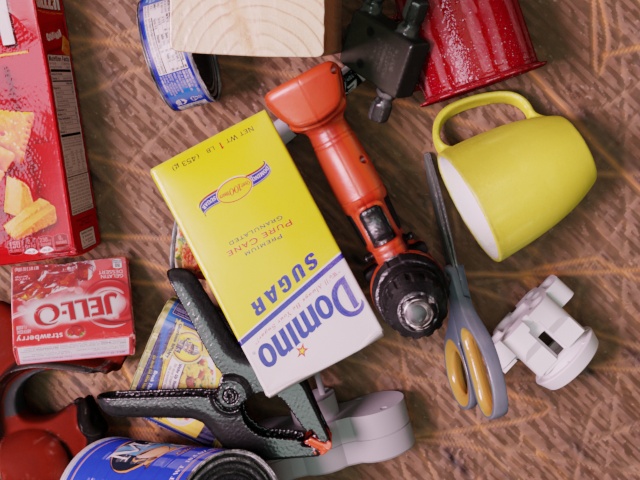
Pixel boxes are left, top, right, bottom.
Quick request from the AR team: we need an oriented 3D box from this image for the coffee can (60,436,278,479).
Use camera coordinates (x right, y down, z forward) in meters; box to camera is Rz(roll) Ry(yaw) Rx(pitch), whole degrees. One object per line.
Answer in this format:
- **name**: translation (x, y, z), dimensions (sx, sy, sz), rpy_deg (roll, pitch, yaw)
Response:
- **coffee can**: translation (-0.109, 0.196, 0.761), dimensions (0.141, 0.102, 0.103), rpy_deg (-6, 102, 44)

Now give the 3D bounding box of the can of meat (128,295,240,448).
- **can of meat**: translation (-0.095, 0.102, 0.824), dimensions (0.084, 0.057, 0.102), rpy_deg (24, 101, 1)

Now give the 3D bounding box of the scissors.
- **scissors**: translation (0.099, 0.042, 0.811), dimensions (0.016, 0.096, 0.202), rpy_deg (-10, 68, -15)

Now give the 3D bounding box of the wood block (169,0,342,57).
- **wood block**: translation (-0.034, -0.166, 0.695), dimensions (0.090, 0.206, 0.091), rpy_deg (3, 101, 4)

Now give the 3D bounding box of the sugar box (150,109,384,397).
- **sugar box**: translation (-0.036, 0.010, 0.738), dimensions (0.093, 0.048, 0.176), rpy_deg (-29, 84, -2)

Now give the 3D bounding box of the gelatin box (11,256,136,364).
- **gelatin box**: translation (-0.186, 0.052, 0.805), dimensions (0.089, 0.073, 0.030), rpy_deg (-5, 144, -11)

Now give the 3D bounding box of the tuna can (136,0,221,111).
- **tuna can**: translation (-0.101, -0.137, 0.767), dimensions (0.034, 0.086, 0.086), rpy_deg (-15, 99, 8)

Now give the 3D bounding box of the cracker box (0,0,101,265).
- **cracker box**: translation (-0.266, -0.085, 0.796), dimensions (0.164, 0.072, 0.214), rpy_deg (-7, 99, 5)

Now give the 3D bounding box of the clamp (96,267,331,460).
- **clamp**: translation (-0.074, 0.114, 0.774), dimensions (0.171, 0.039, 0.120), rpy_deg (39, 103, 0)

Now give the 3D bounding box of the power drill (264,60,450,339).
- **power drill**: translation (0.028, -0.027, 0.727), dimensions (0.057, 0.184, 0.187), rpy_deg (-26, 97, 2)

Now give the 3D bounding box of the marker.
- **marker**: translation (0.012, -0.114, 0.796), dimensions (0.121, 0.020, 0.020), rpy_deg (-37, 96, 10)

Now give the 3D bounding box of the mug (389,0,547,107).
- **mug**: translation (0.091, -0.143, 0.752), dimensions (0.117, 0.093, 0.081), rpy_deg (-18, 94, 15)
